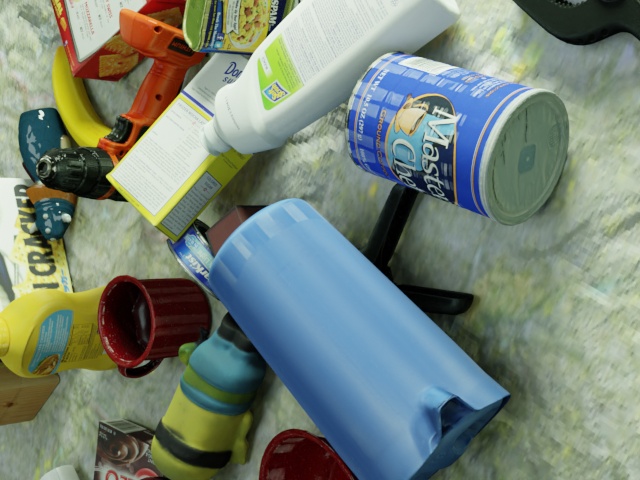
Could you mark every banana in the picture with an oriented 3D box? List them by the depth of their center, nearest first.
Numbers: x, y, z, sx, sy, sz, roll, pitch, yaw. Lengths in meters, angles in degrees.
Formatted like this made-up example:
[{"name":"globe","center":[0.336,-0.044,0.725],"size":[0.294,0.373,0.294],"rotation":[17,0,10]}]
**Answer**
[{"name":"banana","center":[-0.258,-0.143,1.202],"size":[0.070,0.037,0.198],"rotation":[-49,59,6]}]

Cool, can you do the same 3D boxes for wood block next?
[{"name":"wood block","center":[-0.426,0.167,1.246],"size":[0.091,0.205,0.090],"rotation":[-50,59,31]}]

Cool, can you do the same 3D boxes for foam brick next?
[{"name":"foam brick","center":[-0.056,0.001,0.988],"size":[0.053,0.078,0.051],"rotation":[-39,66,39]}]

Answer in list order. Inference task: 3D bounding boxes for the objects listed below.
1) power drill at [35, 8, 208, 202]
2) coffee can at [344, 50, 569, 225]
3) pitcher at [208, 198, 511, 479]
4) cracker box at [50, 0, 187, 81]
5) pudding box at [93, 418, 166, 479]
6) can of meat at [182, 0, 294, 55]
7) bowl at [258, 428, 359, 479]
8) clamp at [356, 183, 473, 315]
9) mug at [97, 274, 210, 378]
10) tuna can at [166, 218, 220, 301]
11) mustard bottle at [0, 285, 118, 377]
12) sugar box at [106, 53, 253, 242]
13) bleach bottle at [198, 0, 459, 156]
[{"name":"power drill","center":[-0.191,-0.128,1.050],"size":[0.057,0.184,0.188],"rotation":[27,101,22]},{"name":"coffee can","center":[0.103,-0.081,0.820],"size":[0.141,0.102,0.103],"rotation":[24,107,40]},{"name":"pitcher","center":[0.022,0.089,0.859],"size":[0.243,0.144,0.149],"rotation":[47,117,18]},{"name":"cracker box","center":[-0.199,-0.291,1.117],"size":[0.214,0.071,0.164],"rotation":[-31,71,38]},{"name":"pudding box","center":[-0.196,0.250,1.148],"size":[0.114,0.039,0.090],"rotation":[16,102,41]},{"name":"can of meat","center":[-0.074,-0.219,0.977],"size":[0.057,0.083,0.102],"rotation":[56,139,48]},{"name":"bowl","center":[0.014,0.233,0.907],"size":[0.162,0.055,0.162],"rotation":[19,114,50]},{"name":"clamp","center":[0.054,0.042,0.914],"size":[0.172,0.039,0.120],"rotation":[-47,60,37]},{"name":"mug","center":[-0.171,0.090,1.092],"size":[0.093,0.081,0.117],"rotation":[34,113,37]},{"name":"tuna can","center":[-0.106,0.018,1.027],"size":[0.034,0.086,0.086],"rotation":[-43,60,6]},{"name":"mustard bottle","center":[-0.280,0.097,1.119],"size":[0.058,0.191,0.096],"rotation":[38,115,36]},{"name":"sugar box","center":[-0.113,-0.094,1.010],"size":[0.176,0.048,0.093],"rotation":[-47,55,-4]},{"name":"bleach bottle","center":[-0.008,-0.157,0.908],"size":[0.251,0.068,0.102],"rotation":[-33,60,25]}]
